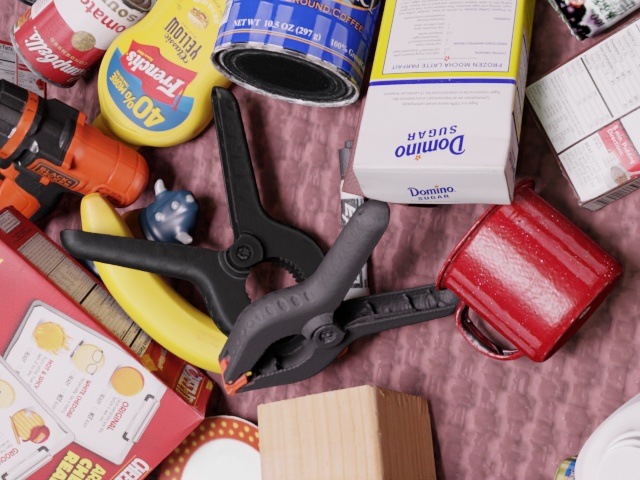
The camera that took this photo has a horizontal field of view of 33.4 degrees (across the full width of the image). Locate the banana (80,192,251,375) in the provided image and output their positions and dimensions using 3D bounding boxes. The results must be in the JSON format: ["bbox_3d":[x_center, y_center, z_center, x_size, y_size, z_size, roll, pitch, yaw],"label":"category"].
[{"bbox_3d":[-0.106,0.045,0.793,0.197,0.037,0.070,35,97,-6],"label":"banana"}]

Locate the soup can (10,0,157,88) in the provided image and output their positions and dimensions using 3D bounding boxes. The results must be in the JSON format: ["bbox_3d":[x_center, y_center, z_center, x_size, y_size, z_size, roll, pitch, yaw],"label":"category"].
[{"bbox_3d":[-0.188,-0.178,0.852,0.102,0.068,0.068,-35,74,24],"label":"soup can"}]

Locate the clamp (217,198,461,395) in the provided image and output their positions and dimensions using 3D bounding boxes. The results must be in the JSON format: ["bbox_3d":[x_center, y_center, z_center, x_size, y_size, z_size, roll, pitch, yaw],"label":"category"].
[{"bbox_3d":[0.001,0.042,0.703,0.171,0.120,0.039,-28,38,4],"label":"clamp"}]

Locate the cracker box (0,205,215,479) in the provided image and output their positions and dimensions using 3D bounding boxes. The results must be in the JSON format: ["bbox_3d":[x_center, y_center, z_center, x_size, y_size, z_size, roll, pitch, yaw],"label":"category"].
[{"bbox_3d":[-0.213,0.103,0.810,0.213,0.072,0.164,43,107,-9],"label":"cracker box"}]

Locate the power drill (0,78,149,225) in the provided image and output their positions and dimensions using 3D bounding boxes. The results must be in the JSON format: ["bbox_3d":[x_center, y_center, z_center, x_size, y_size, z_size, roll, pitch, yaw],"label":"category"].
[{"bbox_3d":[-0.249,-0.059,0.818,0.188,0.184,0.057,-22,46,49],"label":"power drill"}]

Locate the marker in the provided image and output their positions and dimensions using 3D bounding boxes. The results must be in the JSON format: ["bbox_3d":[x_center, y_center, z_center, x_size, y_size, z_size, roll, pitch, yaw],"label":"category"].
[{"bbox_3d":[0.024,-0.011,0.764,0.020,0.020,0.121,-3,88,28],"label":"marker"}]

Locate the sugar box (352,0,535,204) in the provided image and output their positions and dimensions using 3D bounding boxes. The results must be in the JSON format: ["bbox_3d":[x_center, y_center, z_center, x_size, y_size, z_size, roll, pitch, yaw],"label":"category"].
[{"bbox_3d":[0.082,-0.106,0.668,0.093,0.048,0.176,2,63,19],"label":"sugar box"}]

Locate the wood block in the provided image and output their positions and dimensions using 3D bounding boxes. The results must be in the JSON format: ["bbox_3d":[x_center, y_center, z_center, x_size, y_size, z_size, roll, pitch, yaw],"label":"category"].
[{"bbox_3d":[0.024,0.207,0.696,0.090,0.090,0.206,-15,69,28],"label":"wood block"}]

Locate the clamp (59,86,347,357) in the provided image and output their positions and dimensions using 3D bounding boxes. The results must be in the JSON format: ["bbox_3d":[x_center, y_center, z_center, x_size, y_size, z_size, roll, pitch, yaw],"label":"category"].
[{"bbox_3d":[-0.055,0.001,0.765,0.210,0.036,0.164,38,77,-4],"label":"clamp"}]

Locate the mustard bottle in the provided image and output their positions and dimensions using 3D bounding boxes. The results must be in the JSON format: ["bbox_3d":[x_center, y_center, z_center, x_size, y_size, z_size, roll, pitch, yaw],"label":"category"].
[{"bbox_3d":[-0.115,-0.130,0.817,0.096,0.058,0.192,48,112,7],"label":"mustard bottle"}]

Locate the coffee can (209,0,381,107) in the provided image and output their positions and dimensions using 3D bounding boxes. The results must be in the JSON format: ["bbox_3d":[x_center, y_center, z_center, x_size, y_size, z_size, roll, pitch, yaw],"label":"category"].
[{"bbox_3d":[-0.007,-0.174,0.717,0.103,0.102,0.140,9,79,28],"label":"coffee can"}]

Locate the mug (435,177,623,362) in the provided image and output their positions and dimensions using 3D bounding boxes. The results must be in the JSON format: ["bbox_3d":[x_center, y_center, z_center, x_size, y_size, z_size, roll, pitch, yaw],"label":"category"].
[{"bbox_3d":[0.128,0.030,0.673,0.081,0.093,0.117,42,126,17],"label":"mug"}]

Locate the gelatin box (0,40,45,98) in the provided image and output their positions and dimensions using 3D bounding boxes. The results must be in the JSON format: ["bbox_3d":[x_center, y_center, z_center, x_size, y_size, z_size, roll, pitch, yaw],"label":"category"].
[{"bbox_3d":[-0.265,-0.121,0.891,0.030,0.073,0.089,-1,89,29],"label":"gelatin box"}]
